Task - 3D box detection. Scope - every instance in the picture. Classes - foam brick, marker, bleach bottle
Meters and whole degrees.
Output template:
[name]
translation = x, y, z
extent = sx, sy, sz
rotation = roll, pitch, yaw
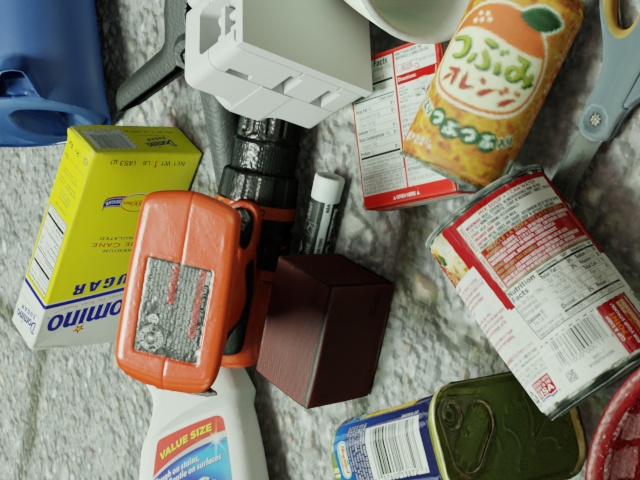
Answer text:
[foam brick]
translation = 0.002, 0.053, 0.644
extent = 0.051, 0.052, 0.078
rotation = 27, 111, 44
[marker]
translation = -0.007, 0.016, 0.677
extent = 0.020, 0.020, 0.121
rotation = 30, 114, 43
[bleach bottle]
translation = -0.083, 0.174, 0.719
extent = 0.103, 0.068, 0.251
rotation = -12, 76, 16

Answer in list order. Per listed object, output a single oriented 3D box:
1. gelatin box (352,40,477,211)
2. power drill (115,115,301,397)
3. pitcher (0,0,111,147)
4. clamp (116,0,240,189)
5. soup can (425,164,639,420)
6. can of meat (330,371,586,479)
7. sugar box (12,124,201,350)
[gelatin box]
translation = 0.054, -0.065, 0.597
extent = 0.073, 0.030, 0.089
rotation = -11, 84, 49
[power drill]
translation = -0.054, 0.001, 0.621
extent = 0.057, 0.187, 0.184
rotation = 11, 99, 9
[pitcher]
translation = -0.245, -0.199, 0.864
extent = 0.149, 0.144, 0.243
rotation = -12, 80, 36
[clamp]
translation = -0.070, -0.113, 0.703
extent = 0.120, 0.039, 0.172
rotation = 41, 134, 9
[soup can]
translation = 0.106, 0.024, 0.503
extent = 0.102, 0.068, 0.069
rotation = 56, 131, 16
[can of meat]
translation = 0.067, 0.103, 0.538
extent = 0.084, 0.101, 0.057
rotation = -26, 73, 48
[sugar box]
translation = -0.160, 0.000, 0.793
extent = 0.048, 0.093, 0.176
rotation = 44, 124, 38
